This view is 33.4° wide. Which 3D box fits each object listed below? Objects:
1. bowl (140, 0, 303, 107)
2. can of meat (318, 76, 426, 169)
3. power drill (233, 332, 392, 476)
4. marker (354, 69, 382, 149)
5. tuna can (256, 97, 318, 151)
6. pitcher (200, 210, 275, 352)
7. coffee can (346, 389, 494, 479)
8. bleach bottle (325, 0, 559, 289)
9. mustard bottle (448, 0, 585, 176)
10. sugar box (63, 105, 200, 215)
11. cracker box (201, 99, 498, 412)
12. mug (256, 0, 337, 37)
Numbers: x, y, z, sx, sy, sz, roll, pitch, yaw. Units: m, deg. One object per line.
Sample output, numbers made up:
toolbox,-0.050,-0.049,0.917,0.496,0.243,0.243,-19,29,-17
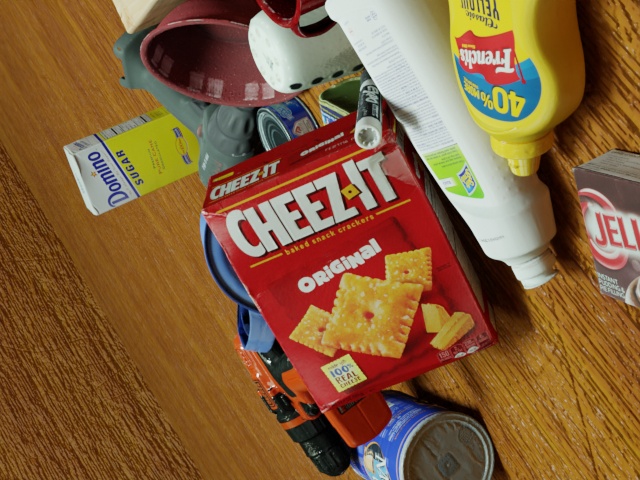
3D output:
bowl,-0.086,-0.187,1.008,0.162,0.162,0.055,122,156,-68
can of meat,0.044,-0.083,0.898,0.102,0.057,0.084,37,147,52
power drill,-0.003,0.157,1.039,0.184,0.057,0.188,56,157,-6
marker,0.037,-0.101,0.791,0.121,0.020,0.020,-82,-22,-60
tuna can,-0.030,-0.104,1.090,0.086,0.033,0.086,51,158,30
pitcher,-0.057,0.001,1.027,0.145,0.149,0.243,53,174,-9
coffee can,0.097,0.214,1.089,0.103,0.102,0.140,66,160,-11
bleach bottle,0.097,-0.081,0.762,0.251,0.068,0.103,61,165,-7
mustard bottle,0.118,-0.123,0.655,0.096,0.058,0.191,33,146,45
sugar box,-0.229,-0.109,1.368,0.048,0.176,0.093,35,147,53
cracker box,0.027,0.018,0.857,0.213,0.164,0.072,61,-165,-25
mug,-0.005,-0.210,0.814,0.093,0.081,0.117,42,153,44
